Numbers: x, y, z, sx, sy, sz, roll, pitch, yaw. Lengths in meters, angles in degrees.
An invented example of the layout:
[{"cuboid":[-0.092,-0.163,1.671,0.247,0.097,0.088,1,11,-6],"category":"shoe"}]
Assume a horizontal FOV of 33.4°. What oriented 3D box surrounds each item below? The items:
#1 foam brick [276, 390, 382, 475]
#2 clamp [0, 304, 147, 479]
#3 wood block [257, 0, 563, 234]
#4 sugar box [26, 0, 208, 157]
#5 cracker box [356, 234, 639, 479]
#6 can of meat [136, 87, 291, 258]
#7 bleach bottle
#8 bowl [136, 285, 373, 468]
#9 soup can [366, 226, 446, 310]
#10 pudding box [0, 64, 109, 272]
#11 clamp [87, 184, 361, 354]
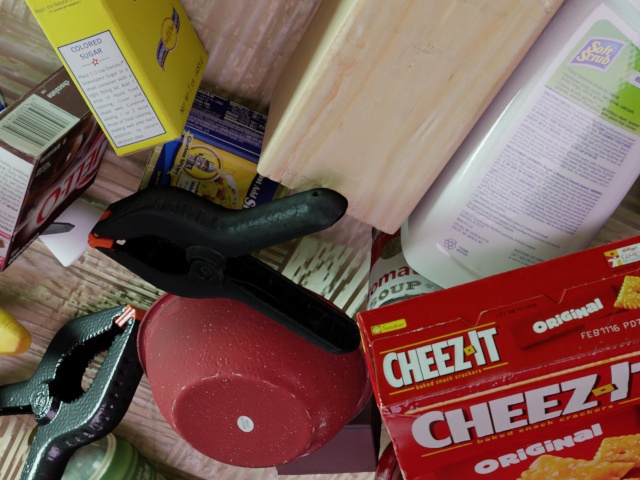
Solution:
[{"cuboid":[0.004,0.136,0.788,0.078,0.053,0.051,-4,128,11],"category":"foam brick"},{"cuboid":[-0.186,0.129,0.759,0.210,0.164,0.036,-40,141,21],"category":"clamp"},{"cuboid":[0.053,-0.116,0.558,0.090,0.090,0.206,24,127,-13],"category":"wood block"},{"cuboid":[-0.119,-0.142,0.556,0.048,0.093,0.176,-13,126,16],"category":"sugar box"},{"cuboid":[0.125,0.103,0.620,0.164,0.072,0.213,-16,141,5],"category":"cracker box"},{"cuboid":[-0.064,-0.038,0.656,0.084,0.057,0.102,22,128,-8],"category":"can of meat"},{"cuboid":[0.143,-0.071,0.557,0.102,0.068,0.251,24,125,-14],"category":"bleach bottle"},{"cuboid":[-0.046,0.098,0.692,0.162,0.055,0.162,5,131,6],"category":"bowl"},{"cuboid":[0.063,0.027,0.662,0.068,0.102,0.068,3,129,4],"category":"soup can"},{"cuboid":[-0.160,-0.048,0.622,0.039,0.113,0.090,31,128,3],"category":"pudding box"},{"cuboid":[-0.054,0.001,0.608,0.171,0.039,0.120,16,132,11],"category":"clamp"}]
